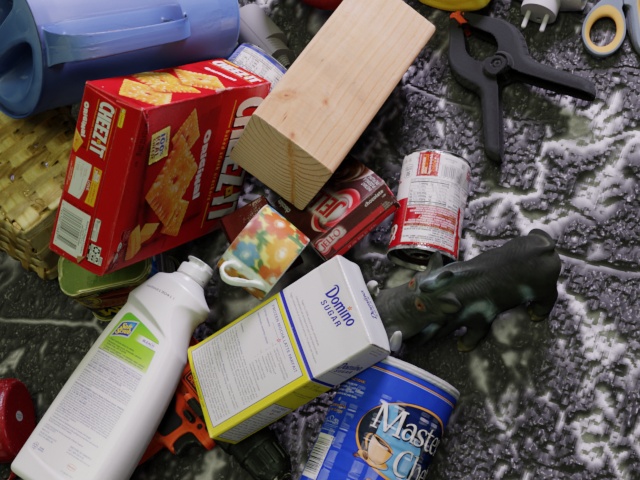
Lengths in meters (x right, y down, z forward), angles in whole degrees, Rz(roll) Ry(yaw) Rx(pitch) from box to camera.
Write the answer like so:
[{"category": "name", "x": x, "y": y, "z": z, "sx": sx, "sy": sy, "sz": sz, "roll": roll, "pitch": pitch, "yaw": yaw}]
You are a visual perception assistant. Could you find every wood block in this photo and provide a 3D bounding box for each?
[{"category": "wood block", "x": 0.014, "y": -0.143, "z": 1.023, "sx": 0.090, "sy": 0.091, "sz": 0.205, "roll": 36, "pitch": 61, "yaw": -3}]

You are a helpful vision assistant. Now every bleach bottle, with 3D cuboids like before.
[{"category": "bleach bottle", "x": -0.171, "y": 0.127, "z": 0.980, "sx": 0.103, "sy": 0.068, "sz": 0.250, "roll": 26, "pitch": 72, "yaw": 22}]

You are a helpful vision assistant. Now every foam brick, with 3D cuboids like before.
[{"category": "foam brick", "x": -0.057, "y": 0.001, "z": 1.043, "sx": 0.051, "sy": 0.078, "sz": 0.053, "roll": -29, "pitch": 68, "yaw": 2}]

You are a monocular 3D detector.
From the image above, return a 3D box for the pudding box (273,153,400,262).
[{"category": "pudding box", "x": 0.014, "y": -0.034, "z": 1.029, "sx": 0.090, "sy": 0.039, "sz": 0.114, "roll": -40, "pitch": 28, "yaw": -2}]

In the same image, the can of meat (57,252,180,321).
[{"category": "can of meat", "x": -0.199, "y": 0.036, "z": 1.065, "sx": 0.102, "sy": 0.084, "sz": 0.057, "roll": -13, "pitch": 68, "yaw": 10}]

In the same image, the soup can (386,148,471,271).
[{"category": "soup can", "x": 0.104, "y": -0.028, "z": 1.015, "sx": 0.069, "sy": 0.068, "sz": 0.102, "roll": 5, "pitch": 71, "yaw": 17}]

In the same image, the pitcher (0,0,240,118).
[{"category": "pitcher", "x": -0.190, "y": -0.199, "z": 1.003, "sx": 0.242, "sy": 0.145, "sz": 0.149, "roll": -20, "pitch": 68, "yaw": -40}]

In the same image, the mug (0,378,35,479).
[{"category": "mug", "x": -0.331, "y": 0.191, "z": 1.049, "sx": 0.081, "sy": 0.093, "sz": 0.117, "roll": -7, "pitch": 99, "yaw": 7}]

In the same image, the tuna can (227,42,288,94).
[{"category": "tuna can", "x": -0.059, "y": -0.163, "z": 1.099, "sx": 0.086, "sy": 0.086, "sz": 0.033, "roll": 36, "pitch": 81, "yaw": 23}]

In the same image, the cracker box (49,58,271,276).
[{"category": "cracker box", "x": -0.142, "y": -0.073, "z": 0.991, "sx": 0.072, "sy": 0.213, "sz": 0.164, "roll": 28, "pitch": 115, "yaw": 20}]

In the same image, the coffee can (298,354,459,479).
[{"category": "coffee can", "x": 0.049, "y": 0.179, "z": 0.935, "sx": 0.103, "sy": 0.102, "sz": 0.140, "roll": 19, "pitch": 77, "yaw": 21}]

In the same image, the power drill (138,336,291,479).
[{"category": "power drill", "x": -0.140, "y": 0.205, "z": 1.003, "sx": 0.187, "sy": 0.057, "sz": 0.185, "roll": -41, "pitch": 62, "yaw": -5}]

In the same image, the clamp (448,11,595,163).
[{"category": "clamp", "x": 0.190, "y": -0.169, "z": 1.059, "sx": 0.120, "sy": 0.039, "sz": 0.171, "roll": -24, "pitch": 66, "yaw": 4}]

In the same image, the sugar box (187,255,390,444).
[{"category": "sugar box", "x": -0.030, "y": 0.098, "z": 0.936, "sx": 0.176, "sy": 0.048, "sz": 0.093, "roll": -31, "pitch": 59, "yaw": 18}]
